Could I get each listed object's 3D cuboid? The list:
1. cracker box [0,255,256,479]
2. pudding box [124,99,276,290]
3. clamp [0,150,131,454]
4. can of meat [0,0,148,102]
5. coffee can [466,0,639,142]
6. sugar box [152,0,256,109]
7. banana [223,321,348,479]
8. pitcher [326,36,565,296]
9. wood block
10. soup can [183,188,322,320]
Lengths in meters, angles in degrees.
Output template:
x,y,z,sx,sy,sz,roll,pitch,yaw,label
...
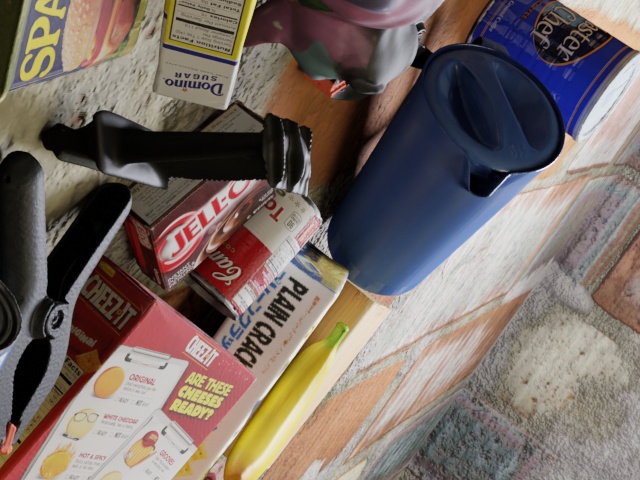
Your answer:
x,y,z,sx,sy,sz,roll,pitch,yaw,label
-0.165,0.135,0.747,0.213,0.072,0.164,-50,148,-6,cracker box
-0.081,-0.029,0.729,0.113,0.039,0.090,-45,161,-21,pudding box
-0.164,0.032,0.591,0.120,0.039,0.171,39,68,-64,clamp
-0.115,-0.115,0.446,0.083,0.057,0.102,-33,155,-51,can of meat
0.225,-0.176,1.041,0.102,0.140,0.103,-45,162,-20,coffee can
-0.040,-0.146,0.483,0.176,0.048,0.093,111,-10,-62,sugar box
-0.038,0.152,0.950,0.197,0.037,0.070,-54,167,-39,banana
0.100,-0.059,0.960,0.149,0.145,0.243,-24,162,-36,pitcher
-0.033,0.120,1.064,0.206,0.091,0.090,-52,163,3,wood block
-0.055,0.001,0.808,0.102,0.068,0.068,-48,162,-13,soup can
